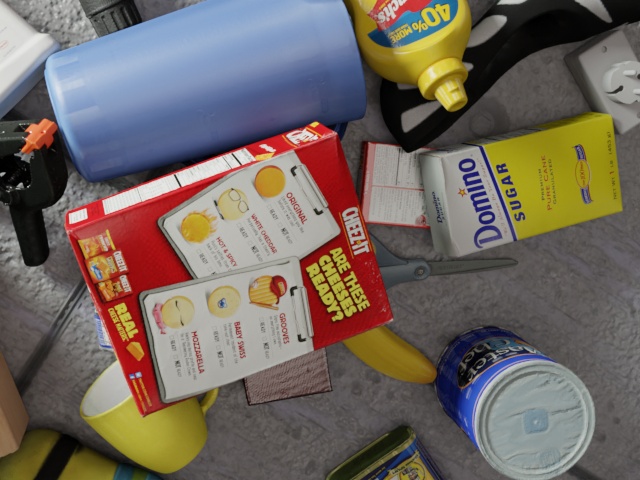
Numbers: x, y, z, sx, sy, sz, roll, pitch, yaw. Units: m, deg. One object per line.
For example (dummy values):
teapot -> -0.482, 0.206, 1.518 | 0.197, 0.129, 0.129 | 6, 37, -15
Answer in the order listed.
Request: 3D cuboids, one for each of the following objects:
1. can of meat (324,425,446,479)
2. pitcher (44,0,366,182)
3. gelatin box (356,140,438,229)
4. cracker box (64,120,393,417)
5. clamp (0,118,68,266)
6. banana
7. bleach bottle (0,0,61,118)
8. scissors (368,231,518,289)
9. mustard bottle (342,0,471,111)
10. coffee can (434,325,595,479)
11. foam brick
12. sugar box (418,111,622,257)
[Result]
can of meat -> 0.066, 0.232, 0.983 | 0.102, 0.057, 0.084 | -34, 99, -3
pitcher -> -0.090, -0.123, 0.875 | 0.242, 0.145, 0.149 | -18, 90, -6
gelatin box -> 0.079, -0.049, 0.959 | 0.089, 0.030, 0.073 | 5, 96, -9
cracker box -> -0.070, 0.020, 0.833 | 0.213, 0.072, 0.164 | -21, 111, -8
clamp -> -0.260, -0.051, 0.862 | 0.120, 0.172, 0.039 | 27, 49, -8
banana -> 0.040, 0.066, 0.944 | 0.070, 0.037, 0.197 | -14, 125, 20
bleach bottle -> -0.336, -0.207, 0.861 | 0.251, 0.068, 0.102 | 43, 75, -7
scissors -> 0.079, 0.012, 0.965 | 0.201, 0.016, 0.096 | -17, 117, -6
mustard bottle -> 0.069, -0.188, 0.881 | 0.096, 0.058, 0.192 | -26, 72, -3
coffee can -> 0.167, 0.140, 0.941 | 0.102, 0.140, 0.103 | -1, 98, -8
foam brick -> -0.034, 0.111, 0.953 | 0.078, 0.053, 0.051 | -9, 99, -6
sugar box -> 0.180, -0.051, 0.946 | 0.176, 0.048, 0.093 | -16, 104, -20
